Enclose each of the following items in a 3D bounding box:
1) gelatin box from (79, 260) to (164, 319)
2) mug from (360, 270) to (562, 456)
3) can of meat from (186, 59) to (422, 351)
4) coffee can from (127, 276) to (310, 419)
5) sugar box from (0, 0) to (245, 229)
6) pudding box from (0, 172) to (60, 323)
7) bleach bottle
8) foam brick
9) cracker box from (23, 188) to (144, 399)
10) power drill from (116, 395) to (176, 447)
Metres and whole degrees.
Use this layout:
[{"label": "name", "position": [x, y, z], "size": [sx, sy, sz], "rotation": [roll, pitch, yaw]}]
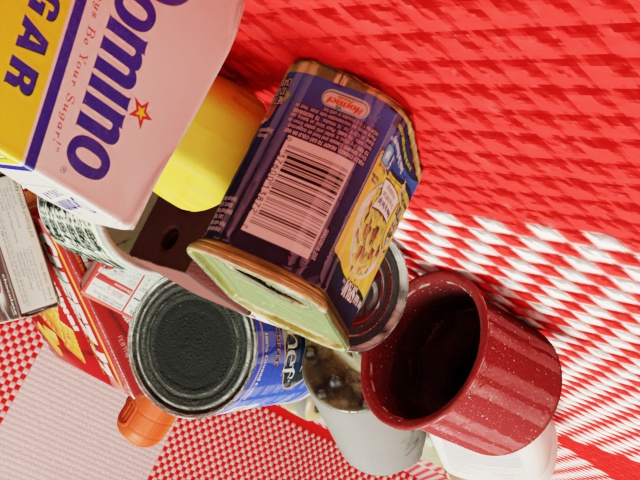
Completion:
[{"label": "gelatin box", "position": [-0.129, 0.017, 0.806], "size": [0.073, 0.089, 0.030], "rotation": [30, -173, -18]}, {"label": "mug", "position": [0.080, 0.068, 0.620], "size": [0.081, 0.093, 0.117], "rotation": [29, -160, -36]}, {"label": "can of meat", "position": [-0.001, -0.011, 0.424], "size": [0.057, 0.084, 0.102], "rotation": [23, 168, 15]}, {"label": "coffee can", "position": [-0.061, 0.074, 0.788], "size": [0.103, 0.103, 0.140], "rotation": [21, -175, 24]}, {"label": "sugar box", "position": [-0.112, -0.084, 0.324], "size": [0.176, 0.093, 0.048], "rotation": [32, 167, -32]}, {"label": "pudding box", "position": [-0.251, 0.007, 0.849], "size": [0.090, 0.039, 0.113], "rotation": [-14, 97, 61]}, {"label": "bleach bottle", "position": [0.129, 0.129, 0.805], "size": [0.103, 0.068, 0.250], "rotation": [3, 158, 13]}, {"label": "foam brick", "position": [-0.052, -0.010, 0.554], "size": [0.053, 0.078, 0.051], "rotation": [14, 165, 45]}, {"label": "cracker box", "position": [-0.206, 0.036, 0.923], "size": [0.214, 0.072, 0.164], "rotation": [8, 124, 59]}, {"label": "power drill", "position": [-0.146, 0.080, 1.018], "size": [0.057, 0.184, 0.188], "rotation": [31, -173, -28]}]
